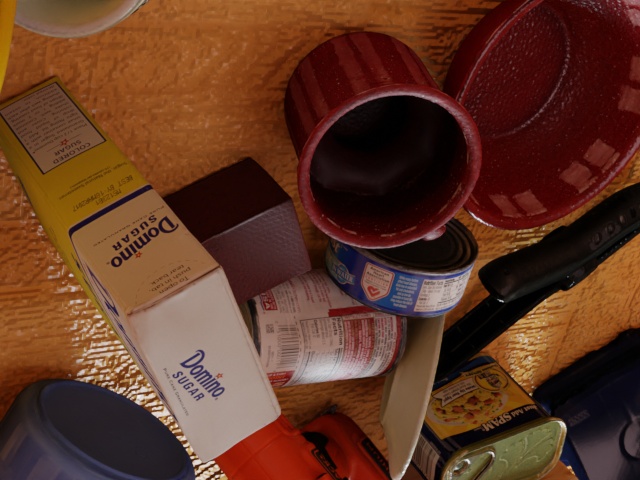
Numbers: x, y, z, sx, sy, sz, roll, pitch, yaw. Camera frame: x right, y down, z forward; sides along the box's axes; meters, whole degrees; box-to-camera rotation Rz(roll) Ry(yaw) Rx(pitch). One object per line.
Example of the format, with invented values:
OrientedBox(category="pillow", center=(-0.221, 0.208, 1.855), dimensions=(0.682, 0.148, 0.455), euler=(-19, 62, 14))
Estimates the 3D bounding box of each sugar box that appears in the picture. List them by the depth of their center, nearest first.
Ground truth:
OrientedBox(category="sugar box", center=(-0.086, 0.007, 0.468), dimensions=(0.048, 0.176, 0.093), euler=(-29, 133, -13))

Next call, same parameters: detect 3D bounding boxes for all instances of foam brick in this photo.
OrientedBox(category="foam brick", center=(-0.054, 0.001, 0.573), dimensions=(0.078, 0.051, 0.053), euler=(-26, 131, -16))

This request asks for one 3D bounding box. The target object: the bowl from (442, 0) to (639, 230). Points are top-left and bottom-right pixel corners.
OrientedBox(category="bowl", center=(0.126, -0.088, 0.624), dimensions=(0.161, 0.055, 0.162), euler=(-17, 129, -23))

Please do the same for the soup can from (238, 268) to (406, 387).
OrientedBox(category="soup can", center=(-0.010, 0.051, 0.626), dimensions=(0.102, 0.069, 0.068), euler=(-3, 122, -31))

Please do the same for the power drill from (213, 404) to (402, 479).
OrientedBox(category="power drill", center=(0.019, 0.167, 0.630), dimensions=(0.057, 0.184, 0.187), euler=(-40, 168, 2))

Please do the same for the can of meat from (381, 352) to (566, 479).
OrientedBox(category="can of meat", center=(0.104, 0.131, 0.745), dimensions=(0.102, 0.084, 0.057), euler=(-15, 128, -24))

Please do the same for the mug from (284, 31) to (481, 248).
OrientedBox(category="mug", center=(0.033, -0.049, 0.558), dimensions=(0.093, 0.081, 0.117), euler=(-33, 125, 10))

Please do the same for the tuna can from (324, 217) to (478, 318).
OrientedBox(category="tuna can", center=(0.046, 0.008, 0.619), dimensions=(0.086, 0.086, 0.034), euler=(-4, 125, -31))

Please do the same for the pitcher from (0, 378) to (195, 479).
OrientedBox(category="pitcher", center=(-0.167, 0.201, 0.602), dimensions=(0.144, 0.149, 0.243), euler=(26, 102, -27))

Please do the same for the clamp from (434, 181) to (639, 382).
OrientedBox(category="clamp", center=(0.155, 0.019, 0.713), dimensions=(0.209, 0.036, 0.165), euler=(-28, 163, -28))
